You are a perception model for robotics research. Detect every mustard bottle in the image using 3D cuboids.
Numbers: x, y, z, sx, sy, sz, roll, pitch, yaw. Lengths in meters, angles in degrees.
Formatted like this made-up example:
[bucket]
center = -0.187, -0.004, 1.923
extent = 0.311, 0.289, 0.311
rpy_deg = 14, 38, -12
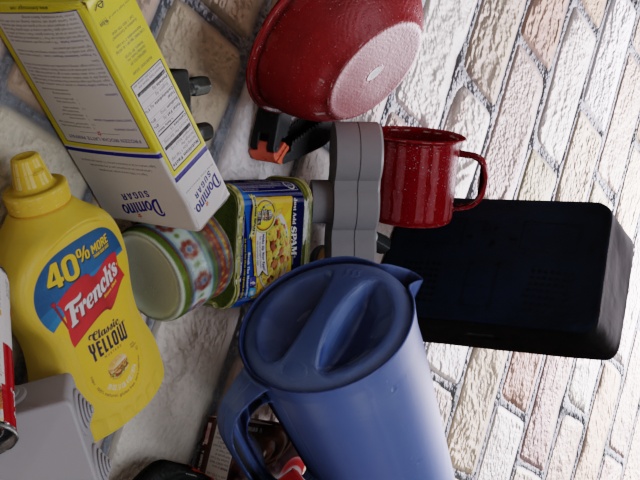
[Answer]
[mustard bottle]
center = -0.164, 0.033, 0.694
extent = 0.096, 0.058, 0.191
rpy_deg = -38, 126, -43

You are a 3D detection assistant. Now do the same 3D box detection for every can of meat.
[can of meat]
center = -0.056, 0.001, 0.836
extent = 0.083, 0.058, 0.102
rpy_deg = -6, 102, -51

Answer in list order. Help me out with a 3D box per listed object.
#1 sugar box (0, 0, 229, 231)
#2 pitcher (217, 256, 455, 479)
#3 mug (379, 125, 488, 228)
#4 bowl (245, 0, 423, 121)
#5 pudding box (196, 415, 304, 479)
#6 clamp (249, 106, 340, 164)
[sugar box]
center = -0.133, -0.088, 0.683
extent = 0.048, 0.093, 0.176
rpy_deg = -54, 137, -32
[pitcher]
center = 0.025, 0.145, 0.841
extent = 0.145, 0.149, 0.243
rpy_deg = -79, 156, -46
[mug]
center = 0.096, -0.058, 0.987
extent = 0.093, 0.117, 0.081
rpy_deg = -60, 155, -74
[bowl]
center = 0.024, -0.142, 0.793
extent = 0.162, 0.055, 0.162
rpy_deg = -35, 157, -18
[pudding box]
center = -0.057, 0.194, 0.885
extent = 0.113, 0.039, 0.090
rpy_deg = 22, 79, -54
[clamp]
center = 0.009, -0.141, 0.911
extent = 0.164, 0.036, 0.210
rpy_deg = 50, 60, -48
